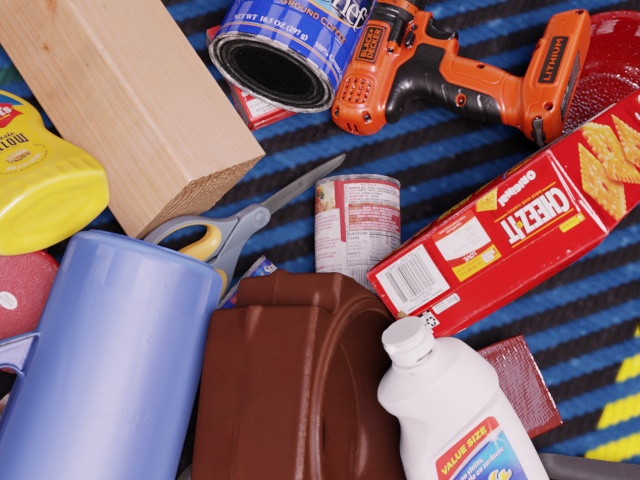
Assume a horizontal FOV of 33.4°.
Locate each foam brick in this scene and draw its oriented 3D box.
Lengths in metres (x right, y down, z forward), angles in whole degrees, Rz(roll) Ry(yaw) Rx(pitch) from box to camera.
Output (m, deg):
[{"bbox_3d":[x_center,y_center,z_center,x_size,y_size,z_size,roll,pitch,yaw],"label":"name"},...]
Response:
[{"bbox_3d":[0.143,0.118,0.831,0.051,0.053,0.078,-22,83,-12],"label":"foam brick"}]

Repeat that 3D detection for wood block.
[{"bbox_3d":[-0.149,-0.115,0.809,0.090,0.090,0.206,-28,81,-50],"label":"wood block"}]

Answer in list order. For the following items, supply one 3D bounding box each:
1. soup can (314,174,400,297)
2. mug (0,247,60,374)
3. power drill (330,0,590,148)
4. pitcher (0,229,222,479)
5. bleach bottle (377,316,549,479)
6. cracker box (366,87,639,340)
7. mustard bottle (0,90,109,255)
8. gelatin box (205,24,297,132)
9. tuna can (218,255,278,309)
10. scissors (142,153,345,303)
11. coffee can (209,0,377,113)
[{"bbox_3d":[0.030,0.006,0.833,0.068,0.068,0.102,1,78,-7],"label":"soup can"},{"bbox_3d":[-0.219,0.037,0.786,0.093,0.081,0.117,14,76,-4],"label":"mug"},{"bbox_3d":[0.116,-0.158,0.857,0.188,0.057,0.184,13,76,21],"label":"power drill"},{"bbox_3d":[-0.158,0.118,0.703,0.145,0.149,0.243,13,81,22],"label":"pitcher"},{"bbox_3d":[0.098,0.161,0.728,0.102,0.068,0.250,-28,114,1],"label":"bleach bottle"},{"bbox_3d":[0.154,-0.019,0.756,0.072,0.164,0.213,56,36,4],"label":"cracker box"},{"bbox_3d":[-0.244,-0.067,0.788,0.096,0.058,0.192,-30,50,-28],"label":"mustard bottle"},{"bbox_3d":[-0.043,-0.142,0.875,0.073,0.030,0.089,-24,82,-13],"label":"gelatin box"},{"bbox_3d":[-0.058,0.054,0.802,0.034,0.086,0.086,41,76,1],"label":"tuna can"},{"bbox_3d":[-0.056,0.001,0.843,0.201,0.016,0.096,-21,121,-33],"label":"scissors"},{"bbox_3d":[-0.011,-0.184,0.820,0.103,0.103,0.140,24,73,-2],"label":"coffee can"}]
